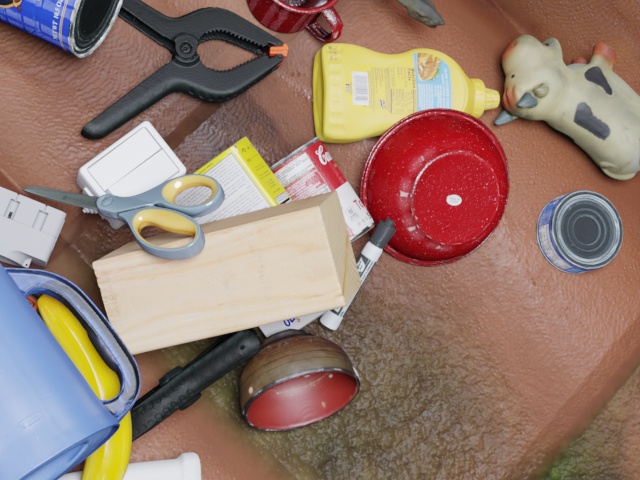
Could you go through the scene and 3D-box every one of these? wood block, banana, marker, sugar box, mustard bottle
[{"bbox_3d":[-0.079,0.029,0.934,0.206,0.090,0.090,-13,98,13],"label":"wood block"},{"bbox_3d":[-0.197,0.139,0.908,0.069,0.037,0.198,-3,81,-26],"label":"banana"},{"bbox_3d":[0.037,0.031,1.030,0.020,0.020,0.121,29,101,-10],"label":"marker"},{"bbox_3d":[-0.057,0.001,1.000,0.093,0.048,0.176,-34,96,24],"label":"sugar box"},{"bbox_3d":[0.090,-0.145,1.075,0.191,0.058,0.096,0,84,-15],"label":"mustard bottle"}]

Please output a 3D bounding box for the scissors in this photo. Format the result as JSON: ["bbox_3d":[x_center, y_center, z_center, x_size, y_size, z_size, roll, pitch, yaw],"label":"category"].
[{"bbox_3d":[-0.165,-0.040,0.928,0.202,0.016,0.096,26,60,34],"label":"scissors"}]

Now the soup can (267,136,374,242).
[{"bbox_3d":[-0.002,-0.040,1.030,0.068,0.069,0.102,-35,93,-17],"label":"soup can"}]

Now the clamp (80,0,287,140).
[{"bbox_3d":[-0.138,-0.189,1.030,0.209,0.036,0.164,-9,83,-15],"label":"clamp"}]

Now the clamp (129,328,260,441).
[{"bbox_3d":[-0.120,0.128,0.951,0.171,0.120,0.039,-39,87,-13],"label":"clamp"}]

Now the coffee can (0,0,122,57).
[{"bbox_3d":[-0.257,-0.239,0.953,0.140,0.103,0.102,25,76,4],"label":"coffee can"}]

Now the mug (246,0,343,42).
[{"bbox_3d":[-0.019,-0.244,1.047,0.093,0.082,0.117,-41,94,-17],"label":"mug"}]

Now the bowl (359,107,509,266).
[{"bbox_3d":[0.122,-0.046,1.045,0.162,0.055,0.162,-4,104,-15],"label":"bowl"}]

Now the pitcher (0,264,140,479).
[{"bbox_3d":[-0.267,0.084,0.845,0.145,0.149,0.243,-38,80,19],"label":"pitcher"}]

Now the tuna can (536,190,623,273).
[{"bbox_3d":[0.272,-0.009,1.118,0.086,0.034,0.086,2,82,-15],"label":"tuna can"}]
